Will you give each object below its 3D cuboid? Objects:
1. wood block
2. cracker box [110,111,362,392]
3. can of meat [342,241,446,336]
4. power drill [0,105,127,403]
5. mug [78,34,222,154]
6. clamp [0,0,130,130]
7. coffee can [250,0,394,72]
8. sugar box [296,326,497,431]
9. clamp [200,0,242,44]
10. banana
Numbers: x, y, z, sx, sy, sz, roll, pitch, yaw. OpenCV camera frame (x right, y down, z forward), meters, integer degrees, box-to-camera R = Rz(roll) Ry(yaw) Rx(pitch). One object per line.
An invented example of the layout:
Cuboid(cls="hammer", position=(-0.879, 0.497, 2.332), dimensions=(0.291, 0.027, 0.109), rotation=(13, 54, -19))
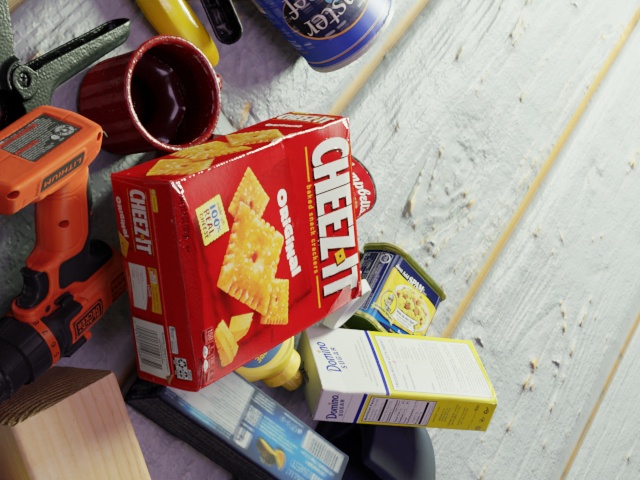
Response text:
Cuboid(cls="wood block", position=(-0.180, 0.207, 0.799), dimensions=(0.090, 0.091, 0.206), rotation=(-28, 106, -42))
Cuboid(cls="cracker box", position=(-0.055, 0.001, 0.838), dimensions=(0.213, 0.072, 0.164), rotation=(-26, 118, -47))
Cuboid(cls="can of meat", position=(0.069, 0.065, 1.073), dimensions=(0.102, 0.058, 0.084), rotation=(44, 61, -33))
Cuboid(cls="power drill", position=(-0.206, 0.014, 0.753), dimensions=(0.184, 0.057, 0.188), rotation=(-51, 155, -45))
Cuboid(cls="mug", position=(-0.133, -0.117, 0.869), dimensions=(0.117, 0.082, 0.093), rotation=(-27, 106, -41))
Cuboid(cls="clamp", position=(-0.216, -0.116, 0.768), dimensions=(0.164, 0.036, 0.210), rotation=(27, 71, -51))
Cuboid(cls="coffee can", position=(-0.013, -0.238, 0.978), dimensions=(0.140, 0.103, 0.102), rotation=(43, 60, -33))
Cuboid(cls="sugar box", position=(0.070, 0.130, 1.002), dimensions=(0.176, 0.093, 0.048), rotation=(5, 123, -16))
Cuboid(cls="clamp", position=(-0.110, -0.251, 0.875), dimensions=(0.120, 0.039, 0.171), rotation=(36, 33, -86))
Cuboid(cls="banana", position=(-0.140, -0.234, 0.900), dimensions=(0.069, 0.037, 0.198), rotation=(-31, 109, -40))
